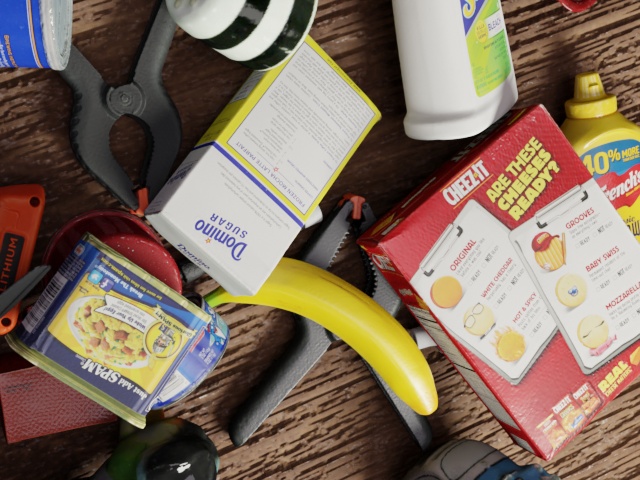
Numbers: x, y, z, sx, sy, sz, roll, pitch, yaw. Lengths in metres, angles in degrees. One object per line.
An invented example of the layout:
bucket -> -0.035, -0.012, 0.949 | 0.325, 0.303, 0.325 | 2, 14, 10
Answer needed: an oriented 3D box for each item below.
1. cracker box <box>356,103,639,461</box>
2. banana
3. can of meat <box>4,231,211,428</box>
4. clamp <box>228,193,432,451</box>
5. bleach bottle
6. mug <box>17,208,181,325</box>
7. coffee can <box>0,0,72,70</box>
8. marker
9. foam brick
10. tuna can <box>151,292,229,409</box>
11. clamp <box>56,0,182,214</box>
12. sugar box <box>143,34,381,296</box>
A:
cracker box -> 0.156, 0.031, 0.812 | 0.164, 0.072, 0.213 | -40, 101, -11
banana -> 0.009, 0.061, 0.794 | 0.198, 0.037, 0.070 | 26, 121, 0
can of meat -> -0.132, 0.056, 0.677 | 0.102, 0.058, 0.084 | 37, 83, -22
clamp -> 0.007, 0.069, 0.831 | 0.164, 0.036, 0.210 | -3, 97, -13
bleach bottle -> 0.083, -0.207, 0.770 | 0.102, 0.068, 0.251 | -38, 121, -48
mug -> -0.154, 0.034, 0.741 | 0.117, 0.082, 0.093 | -25, 107, -15
coffee can -> -0.229, -0.157, 0.654 | 0.140, 0.103, 0.103 | 0, 100, -6
marker -> -0.055, 0.001, 0.806 | 0.121, 0.020, 0.020 | -25, 107, -14
foam brick -> -0.190, 0.104, 0.757 | 0.078, 0.051, 0.053 | -9, 101, -19
tuna can -> -0.107, 0.079, 0.765 | 0.086, 0.086, 0.033 | -44, 112, -8
clamp -> -0.132, -0.107, 0.749 | 0.120, 0.039, 0.171 | -20, 103, -11
sugar box -> -0.039, -0.056, 0.767 | 0.093, 0.048, 0.176 | 44, 70, -20
